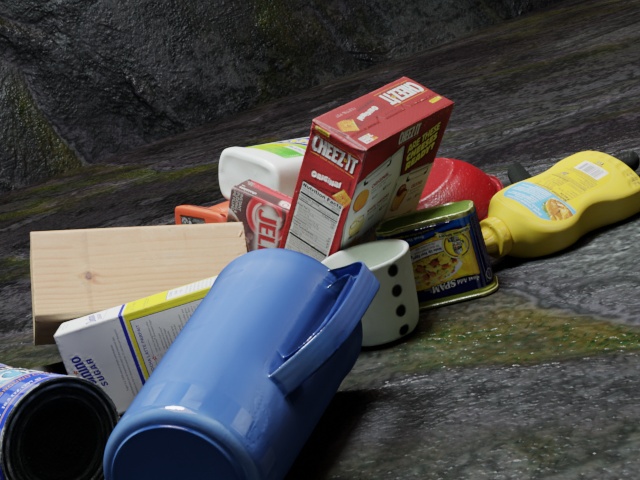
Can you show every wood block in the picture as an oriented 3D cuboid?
[{"bbox_3d":[-0.179,0.042,1.055,0.205,0.091,0.090,-3,-22,-16],"label":"wood block"}]

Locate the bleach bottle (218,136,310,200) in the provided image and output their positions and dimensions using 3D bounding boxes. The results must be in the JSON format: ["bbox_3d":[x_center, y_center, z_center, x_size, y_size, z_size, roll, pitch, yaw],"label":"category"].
[{"bbox_3d":[-0.002,-0.097,1.312,0.103,0.068,0.250,19,26,37],"label":"bleach bottle"}]

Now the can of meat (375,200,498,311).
[{"bbox_3d":[0.109,0.014,1.015,0.102,0.084,0.057,-14,14,11],"label":"can of meat"}]

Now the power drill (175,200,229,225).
[{"bbox_3d":[-0.070,-0.032,1.317,0.187,0.057,0.185,-19,18,-42],"label":"power drill"}]

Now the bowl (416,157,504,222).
[{"bbox_3d":[0.120,-0.043,1.189,0.162,0.055,0.162,-28,25,14],"label":"bowl"}]

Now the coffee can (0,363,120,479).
[{"bbox_3d":[-0.238,0.153,0.849,0.102,0.103,0.141,-28,18,-39],"label":"coffee can"}]

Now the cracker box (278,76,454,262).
[{"bbox_3d":[0.036,-0.039,1.058,0.072,0.214,0.163,32,37,22],"label":"cracker box"}]

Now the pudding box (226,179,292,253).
[{"bbox_3d":[-0.058,0.001,1.151,0.090,0.113,0.039,24,33,24],"label":"pudding box"}]

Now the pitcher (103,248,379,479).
[{"bbox_3d":[-0.051,0.103,0.761,0.145,0.149,0.242,11,24,10],"label":"pitcher"}]

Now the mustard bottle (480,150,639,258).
[{"bbox_3d":[0.229,-0.029,1.083,0.191,0.058,0.096,-24,40,-24],"label":"mustard bottle"}]

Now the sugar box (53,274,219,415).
[{"bbox_3d":[-0.143,0.097,0.978,0.176,0.093,0.048,-16,13,3],"label":"sugar box"}]
